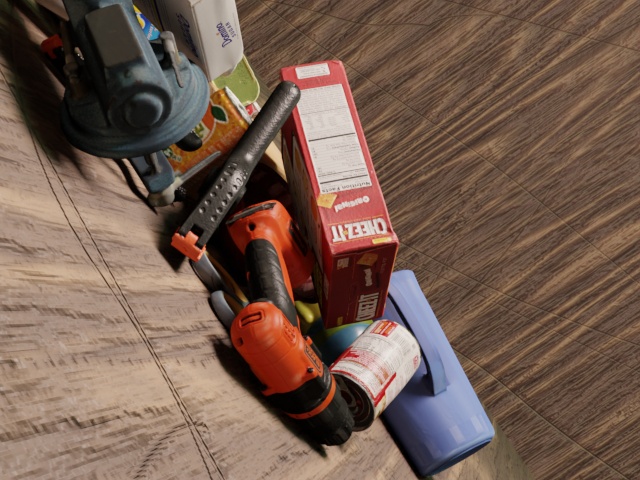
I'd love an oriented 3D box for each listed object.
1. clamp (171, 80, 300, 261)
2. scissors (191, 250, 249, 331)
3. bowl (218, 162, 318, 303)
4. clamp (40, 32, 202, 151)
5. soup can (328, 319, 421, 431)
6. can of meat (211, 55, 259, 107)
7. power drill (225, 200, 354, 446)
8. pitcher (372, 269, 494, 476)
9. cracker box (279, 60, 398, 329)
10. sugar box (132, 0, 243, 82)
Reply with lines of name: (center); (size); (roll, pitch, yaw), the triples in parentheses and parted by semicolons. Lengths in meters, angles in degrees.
clamp: (-0.093, -0.041, 0.964); (0.036, 0.165, 0.209); (34, 40, -8)
scissors: (-0.053, 0.088, 0.978); (0.201, 0.016, 0.096); (52, 9, -30)
bowl: (-0.057, 0.001, 1.111); (0.162, 0.055, 0.162); (49, 25, -33)
clamp: (-0.170, -0.146, 0.977); (0.171, 0.039, 0.120); (2, 78, -36)
soup can: (0.048, 0.131, 1.052); (0.068, 0.069, 0.102); (54, 44, -6)
can of meat: (-0.118, -0.195, 1.250); (0.102, 0.057, 0.084); (62, -16, -8)
power drill: (-0.026, 0.071, 0.940); (0.187, 0.057, 0.184); (-103, 167, -45)
pitcher: (0.116, 0.164, 1.341); (0.149, 0.145, 0.243); (4, 52, -60)
cracker box: (0.014, -0.045, 1.057); (0.164, 0.072, 0.214); (93, -16, -62)
sugar box: (-0.133, -0.220, 0.887); (0.176, 0.048, 0.093); (45, -19, 25)
